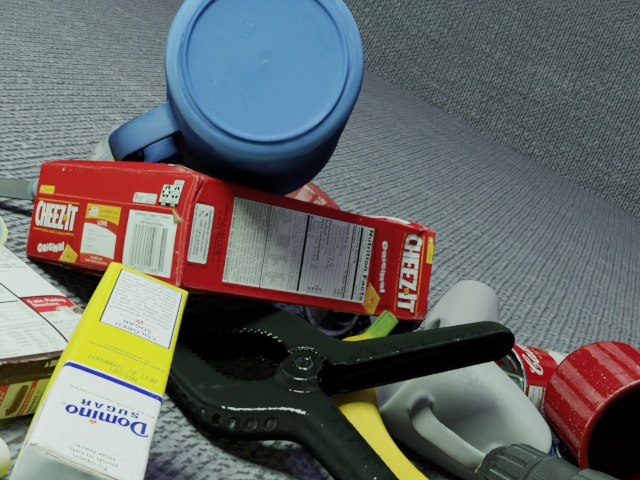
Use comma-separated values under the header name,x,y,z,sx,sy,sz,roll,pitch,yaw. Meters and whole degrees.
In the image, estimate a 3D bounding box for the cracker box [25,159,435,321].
name,x,y,z,sx,sy,sz,roll,pitch,yaw
cracker box,-0.055,0.001,0.696,0.213,0.072,0.164,11,-3,-45

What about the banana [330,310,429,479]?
name,x,y,z,sx,sy,sz,roll,pitch,yaw
banana,0.037,0.114,0.600,0.037,0.070,0.198,49,11,-39

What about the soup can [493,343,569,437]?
name,x,y,z,sx,sy,sz,roll,pitch,yaw
soup can,0.154,0.113,0.801,0.102,0.068,0.069,14,20,-43

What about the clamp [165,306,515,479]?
name,x,y,z,sx,sy,sz,roll,pitch,yaw
clamp,0.000,0.076,0.597,0.210,0.036,0.164,18,40,22

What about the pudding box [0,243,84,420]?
name,x,y,z,sx,sy,sz,roll,pitch,yaw
pudding box,-0.168,0.041,0.535,0.114,0.039,0.089,32,17,26

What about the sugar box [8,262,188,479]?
name,x,y,z,sx,sy,sz,roll,pitch,yaw
sugar box,-0.095,0.082,0.421,0.048,0.093,0.176,24,15,-7

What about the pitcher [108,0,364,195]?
name,x,y,z,sx,sy,sz,roll,pitch,yaw
pitcher,-0.049,-0.091,0.681,0.145,0.149,0.243,24,-2,-4
